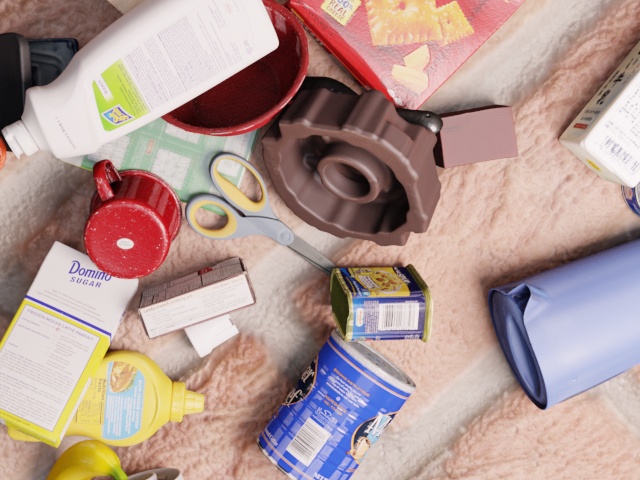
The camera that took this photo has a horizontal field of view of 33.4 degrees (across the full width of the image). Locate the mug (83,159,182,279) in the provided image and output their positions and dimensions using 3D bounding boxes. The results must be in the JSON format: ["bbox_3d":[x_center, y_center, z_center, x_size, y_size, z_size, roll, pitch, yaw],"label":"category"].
[{"bbox_3d":[-0.187,-0.023,1.026,0.093,0.081,0.117,-20,110,5],"label":"mug"}]

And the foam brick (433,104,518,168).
[{"bbox_3d":[0.152,-0.106,1.077,0.078,0.051,0.053,-9,100,-5],"label":"foam brick"}]

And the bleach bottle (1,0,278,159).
[{"bbox_3d":[-0.166,-0.153,0.938,0.250,0.068,0.102,-31,121,-8],"label":"bleach bottle"}]

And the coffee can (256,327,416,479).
[{"bbox_3d":[0.016,0.175,1.083,0.102,0.103,0.140,34,94,-11],"label":"coffee can"}]

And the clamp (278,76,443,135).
[{"bbox_3d":[0.040,-0.117,1.032,0.171,0.120,0.039,30,55,1],"label":"clamp"}]

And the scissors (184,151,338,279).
[{"bbox_3d":[-0.057,0.001,1.080,0.096,0.016,0.201,-38,109,-1],"label":"scissors"}]

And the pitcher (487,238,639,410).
[{"bbox_3d":[0.305,0.075,1.095,0.242,0.149,0.145,-21,87,-5],"label":"pitcher"}]

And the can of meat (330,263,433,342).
[{"bbox_3d":[0.058,0.062,1.065,0.084,0.102,0.057,-1,109,-10],"label":"can of meat"}]

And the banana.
[{"bbox_3d":[-0.247,0.245,1.061,0.037,0.069,0.198,9,144,-32],"label":"banana"}]

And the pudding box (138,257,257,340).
[{"bbox_3d":[-0.122,0.057,1.053,0.113,0.090,0.039,-21,101,-3],"label":"pudding box"}]

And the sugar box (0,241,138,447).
[{"bbox_3d":[-0.254,0.099,1.028,0.093,0.048,0.176,26,66,-2],"label":"sugar box"}]

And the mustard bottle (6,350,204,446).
[{"bbox_3d":[-0.213,0.158,1.076,0.191,0.058,0.096,5,93,-7],"label":"mustard bottle"}]

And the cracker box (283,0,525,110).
[{"bbox_3d":[0.096,-0.247,1.036,0.214,0.072,0.164,-45,102,2],"label":"cracker box"}]

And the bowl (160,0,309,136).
[{"bbox_3d":[-0.086,-0.156,1.016,0.162,0.055,0.162,-4,63,7],"label":"bowl"}]
